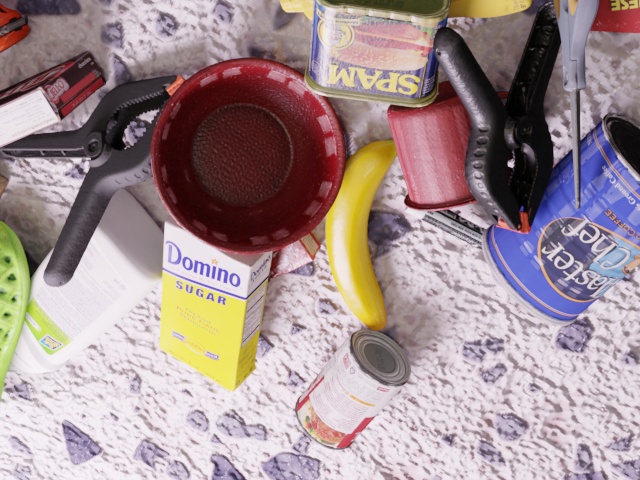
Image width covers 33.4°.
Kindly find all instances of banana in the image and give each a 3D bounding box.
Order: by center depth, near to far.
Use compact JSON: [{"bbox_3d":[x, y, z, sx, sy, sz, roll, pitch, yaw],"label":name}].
[{"bbox_3d":[0.037,-0.007,0.934,0.070,0.037,0.198,15,121,11],"label":"banana"}]

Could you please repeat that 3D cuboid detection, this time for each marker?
[{"bbox_3d":[0.129,-0.006,0.907,0.121,0.020,0.020,27,123,-6],"label":"marker"}]

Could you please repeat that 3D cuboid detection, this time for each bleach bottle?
[{"bbox_3d":[-0.251,0.056,1.050,0.251,0.068,0.102,-37,93,34],"label":"bleach bottle"}]

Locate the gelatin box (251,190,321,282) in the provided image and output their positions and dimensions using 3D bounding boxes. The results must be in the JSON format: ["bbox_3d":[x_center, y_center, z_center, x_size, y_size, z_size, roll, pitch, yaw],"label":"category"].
[{"bbox_3d":[-0.056,0.001,0.974,0.089,0.030,0.073,-27,106,28],"label":"gelatin box"}]

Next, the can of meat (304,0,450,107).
[{"bbox_3d":[0.042,-0.151,0.781,0.102,0.057,0.084,8,141,2],"label":"can of meat"}]

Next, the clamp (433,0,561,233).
[{"bbox_3d":[0.129,-0.087,0.778,0.039,0.120,0.171,22,116,59],"label":"clamp"}]

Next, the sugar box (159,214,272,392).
[{"bbox_3d":[-0.099,0.053,0.976,0.093,0.048,0.176,27,139,18],"label":"sugar box"}]

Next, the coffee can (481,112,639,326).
[{"bbox_3d":[0.210,-0.015,0.834,0.103,0.102,0.140,39,122,-5],"label":"coffee can"}]

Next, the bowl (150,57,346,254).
[{"bbox_3d":[-0.062,-0.071,0.897,0.162,0.055,0.162,-1,96,-11],"label":"bowl"}]

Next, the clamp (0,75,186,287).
[{"bbox_3d":[-0.197,-0.082,0.946,0.210,0.036,0.165,-42,61,13],"label":"clamp"}]

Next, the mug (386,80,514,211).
[{"bbox_3d":[0.112,-0.081,0.844,0.117,0.093,0.081,-16,108,6],"label":"mug"}]

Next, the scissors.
[{"bbox_3d":[0.177,-0.122,0.728,0.016,0.096,0.202,-6,91,1],"label":"scissors"}]

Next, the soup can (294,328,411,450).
[{"bbox_3d":[0.030,0.139,0.998,0.068,0.068,0.102,35,122,-3],"label":"soup can"}]

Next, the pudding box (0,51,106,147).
[{"bbox_3d":[-0.256,-0.119,0.939,0.114,0.090,0.039,-20,110,27],"label":"pudding box"}]
